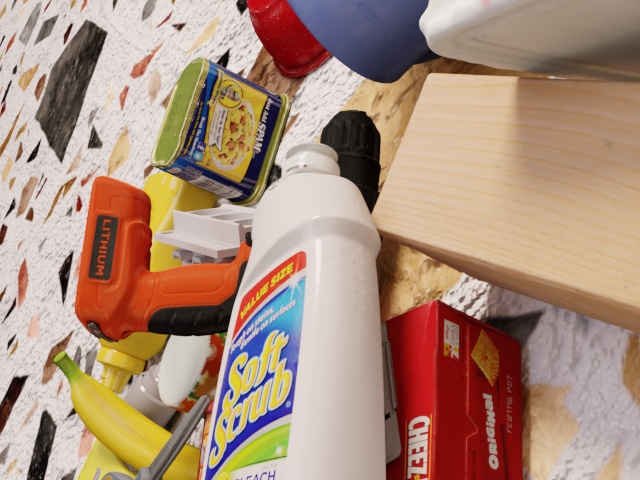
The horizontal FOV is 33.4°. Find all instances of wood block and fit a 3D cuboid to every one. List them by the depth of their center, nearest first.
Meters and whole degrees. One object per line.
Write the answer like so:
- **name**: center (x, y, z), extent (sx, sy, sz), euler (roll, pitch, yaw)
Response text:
- **wood block**: center (0.122, -0.015, 0.482), extent (0.206, 0.090, 0.091), euler (19, 86, 60)

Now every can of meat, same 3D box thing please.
- **can of meat**: center (-0.083, -0.089, 0.878), extent (0.058, 0.083, 0.102), euler (-5, 65, 57)

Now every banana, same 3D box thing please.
- **banana**: center (-0.127, 0.148, 0.783), extent (0.198, 0.069, 0.037), euler (24, 65, 35)

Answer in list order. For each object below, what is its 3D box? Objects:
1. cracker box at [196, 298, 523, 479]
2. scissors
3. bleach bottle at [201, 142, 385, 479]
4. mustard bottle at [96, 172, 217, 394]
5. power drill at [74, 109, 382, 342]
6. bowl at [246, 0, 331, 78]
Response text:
- **cracker box**: center (0.011, 0.146, 0.567), extent (0.214, 0.072, 0.164), euler (-30, 46, 45)
- **scissors**: center (-0.122, 0.156, 0.720), extent (0.202, 0.016, 0.096), euler (-62, 26, 21)
- **bleach bottle**: center (-0.014, 0.068, 0.513), extent (0.103, 0.068, 0.251), euler (-30, 48, 44)
- **mustard bottle**: center (-0.149, 0.038, 0.921), extent (0.096, 0.058, 0.191), euler (-2, 68, 60)
- **power drill**: center (-0.054, 0.001, 0.681), extent (0.057, 0.188, 0.184), euler (60, -145, -71)
- **bowl**: center (-0.014, -0.220, 0.891), extent (0.162, 0.055, 0.162), euler (-39, 39, 40)
